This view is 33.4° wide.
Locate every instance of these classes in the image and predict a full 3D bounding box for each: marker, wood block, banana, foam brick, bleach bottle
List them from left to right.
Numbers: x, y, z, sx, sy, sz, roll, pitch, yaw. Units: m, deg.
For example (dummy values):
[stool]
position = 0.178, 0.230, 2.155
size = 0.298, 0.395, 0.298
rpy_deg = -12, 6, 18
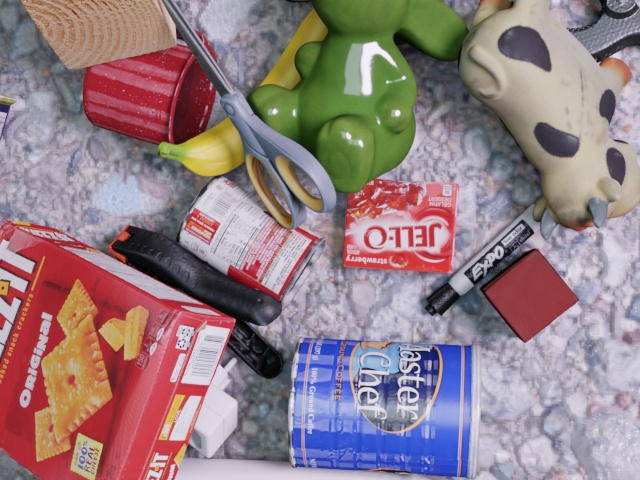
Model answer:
[wood block]
position = -0.171, -0.247, 0.819
size = 0.091, 0.090, 0.206
rpy_deg = -12, 63, 6
[banana]
position = -0.044, -0.113, 0.851
size = 0.037, 0.069, 0.197
rpy_deg = 38, 74, 20
[bleach bottle]
position = 0.004, 0.230, 0.850
size = 0.251, 0.068, 0.102
rpy_deg = 3, 98, 3
[marker]
position = 0.132, 0.017, 0.856
size = 0.121, 0.020, 0.020
rpy_deg = -42, 85, 5
[foam brick]
position = 0.160, 0.042, 0.824
size = 0.053, 0.078, 0.051
rpy_deg = -38, 84, 5

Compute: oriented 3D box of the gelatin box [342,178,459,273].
[gelatin box]
position = 0.065, -0.012, 0.859
size = 0.089, 0.030, 0.073
rpy_deg = 4, 90, 7

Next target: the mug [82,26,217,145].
[mug]
position = -0.133, -0.131, 0.860
size = 0.081, 0.093, 0.117
rpy_deg = 17, 61, 11

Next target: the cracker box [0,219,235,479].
[cracker box]
position = -0.187, 0.095, 0.823
size = 0.214, 0.072, 0.164
rpy_deg = 23, 93, 34

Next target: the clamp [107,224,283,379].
[clamp]
position = -0.095, 0.047, 0.858
size = 0.172, 0.120, 0.039
rpy_deg = 31, 58, 25

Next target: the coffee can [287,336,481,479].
[coffee can]
position = 0.051, 0.128, 0.824
size = 0.140, 0.102, 0.103
rpy_deg = 2, 90, 7

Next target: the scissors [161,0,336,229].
[scissors]
position = -0.047, -0.091, 0.768
size = 0.016, 0.096, 0.201
rpy_deg = -41, 121, -29

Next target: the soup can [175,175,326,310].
[soup can]
position = -0.056, 0.001, 0.854
size = 0.102, 0.068, 0.068
rpy_deg = 32, 93, 6
